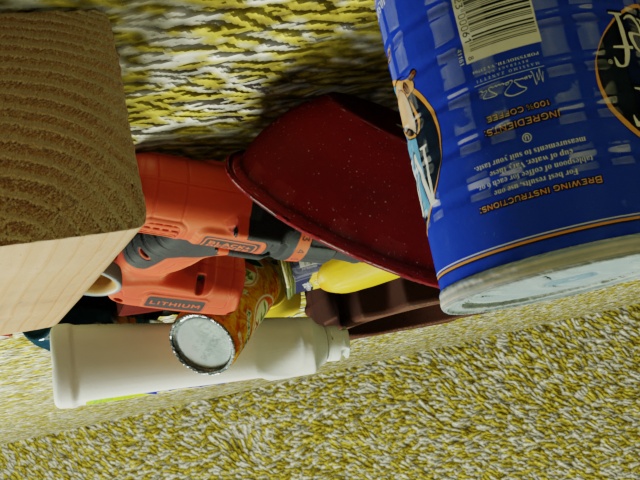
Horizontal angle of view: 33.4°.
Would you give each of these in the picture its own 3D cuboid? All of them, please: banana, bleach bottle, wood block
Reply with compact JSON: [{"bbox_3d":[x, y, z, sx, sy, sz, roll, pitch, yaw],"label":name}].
[{"bbox_3d":[0.068,0.003,0.704,0.198,0.037,0.069,-19,163,29],"label":"banana"},{"bbox_3d":[-0.097,0.095,0.896,0.250,0.068,0.103,-4,174,-14],"label":"bleach bottle"},{"bbox_3d":[-0.150,-0.016,0.479,0.090,0.091,0.206,-7,168,-24],"label":"wood block"}]

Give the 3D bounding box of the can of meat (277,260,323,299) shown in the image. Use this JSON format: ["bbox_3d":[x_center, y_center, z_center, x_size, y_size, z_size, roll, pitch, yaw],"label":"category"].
[{"bbox_3d":[0.007,0.006,0.854,0.084,0.057,0.102,-14,170,-3],"label":"can of meat"}]

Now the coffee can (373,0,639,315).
[{"bbox_3d":[0.082,-0.050,0.420,0.103,0.140,0.103,-11,169,-2],"label":"coffee can"}]

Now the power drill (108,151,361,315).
[{"bbox_3d":[-0.054,0.001,0.686,0.184,0.057,0.188,11,159,-21],"label":"power drill"}]

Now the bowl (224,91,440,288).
[{"bbox_3d":[0.034,-0.034,0.556,0.162,0.055,0.162,22,-165,-7],"label":"bowl"}]
